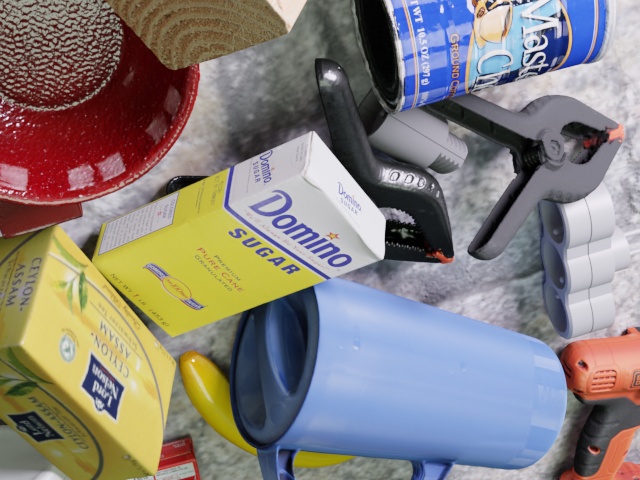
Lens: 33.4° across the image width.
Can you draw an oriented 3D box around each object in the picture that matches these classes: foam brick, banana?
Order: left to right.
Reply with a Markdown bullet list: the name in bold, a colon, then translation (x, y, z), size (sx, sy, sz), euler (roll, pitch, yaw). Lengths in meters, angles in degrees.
- **foam brick**: translation (-0.183, -0.046, 0.665), size (0.051, 0.078, 0.053), euler (-17, 124, -8)
- **banana**: translation (-0.036, 0.143, 0.851), size (0.197, 0.037, 0.069), euler (21, 95, -28)

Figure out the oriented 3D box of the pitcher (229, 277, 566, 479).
- **pitcher**: translation (0.061, 0.116, 0.802), size (0.242, 0.145, 0.149), euler (15, 116, -27)

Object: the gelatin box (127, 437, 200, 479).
- **gelatin box**: translation (-0.131, 0.206, 0.862), size (0.073, 0.030, 0.089), euler (-13, 123, -7)

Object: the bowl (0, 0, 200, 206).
- **bowl**: translation (-0.149, -0.101, 0.581), size (0.162, 0.055, 0.162), euler (-7, 122, -12)

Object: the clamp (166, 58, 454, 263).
- **clamp**: translation (0.010, -0.030, 0.741), size (0.165, 0.036, 0.209), euler (-27, 137, 32)

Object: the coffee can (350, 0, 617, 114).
- **coffee can**: translation (0.099, -0.146, 0.675), size (0.140, 0.103, 0.103), euler (-15, 123, -7)

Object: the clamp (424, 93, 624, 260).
- **clamp**: translation (0.150, -0.050, 0.749), size (0.171, 0.039, 0.120), euler (-5, 89, -31)

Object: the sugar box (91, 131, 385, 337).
- **sugar box**: translation (-0.055, 0.001, 0.711), size (0.176, 0.048, 0.093), euler (-20, 132, 28)
